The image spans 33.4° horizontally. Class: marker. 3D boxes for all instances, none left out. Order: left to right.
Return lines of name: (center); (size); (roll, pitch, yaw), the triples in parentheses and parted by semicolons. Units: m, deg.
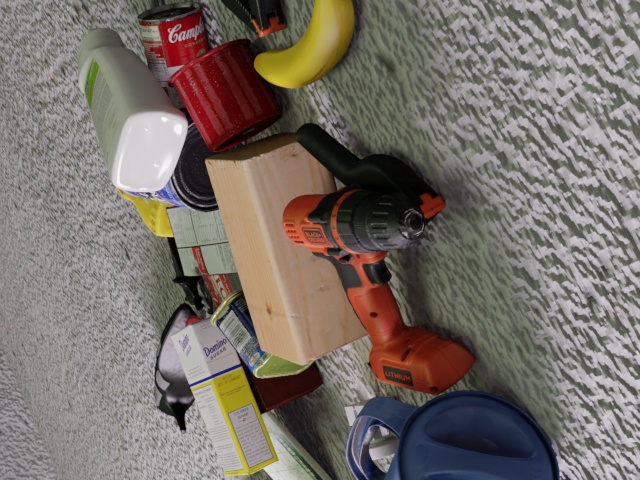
marker: (-0.141, 0.078, 1.391); (0.020, 0.020, 0.121); (45, 146, 38)

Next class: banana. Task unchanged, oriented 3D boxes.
banana: (-0.011, -0.174, 0.936); (0.198, 0.037, 0.069); (-42, 64, 62)

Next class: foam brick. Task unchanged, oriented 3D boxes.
foam brick: (-0.046, 0.159, 1.212); (0.051, 0.078, 0.053); (65, 153, 11)

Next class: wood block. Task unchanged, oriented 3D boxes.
wood block: (-0.031, 0.005, 1.049); (0.091, 0.090, 0.206); (10, 119, 59)

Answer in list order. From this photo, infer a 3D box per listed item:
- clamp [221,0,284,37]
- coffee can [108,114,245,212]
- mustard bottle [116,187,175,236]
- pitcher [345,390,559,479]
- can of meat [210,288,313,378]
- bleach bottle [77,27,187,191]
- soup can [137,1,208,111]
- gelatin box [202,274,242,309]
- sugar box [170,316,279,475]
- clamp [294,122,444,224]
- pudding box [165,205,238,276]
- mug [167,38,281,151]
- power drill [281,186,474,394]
clamp: (-0.089, -0.289, 0.987); (0.210, 0.036, 0.165); (60, 153, 11)
coffee can: (-0.161, -0.090, 1.184); (0.141, 0.102, 0.103); (14, 123, 50)
mustard bottle: (-0.222, -0.090, 1.357); (0.192, 0.058, 0.096); (43, 120, 41)
pitcher: (0.099, 0.233, 0.939); (0.243, 0.145, 0.149); (106, 155, -56)
can of meat: (-0.055, 0.100, 1.158); (0.057, 0.101, 0.084); (-51, 62, 23)
bleach bottle: (-0.213, -0.161, 1.136); (0.251, 0.068, 0.103); (60, 136, 44)
soup can: (-0.152, -0.196, 1.143); (0.069, 0.068, 0.102); (28, 134, 53)
gelatin box: (-0.118, 0.045, 1.309); (0.073, 0.030, 0.089); (-26, 87, 64)
sugar box: (-0.109, 0.175, 1.203); (0.093, 0.048, 0.176); (-30, 79, 64)
clamp: (0.038, -0.049, 0.932); (0.172, 0.039, 0.120); (1, 122, 56)
pudding box: (-0.122, -0.006, 1.233); (0.114, 0.039, 0.090); (-6, 102, 42)
mug: (-0.090, -0.140, 1.063); (0.081, 0.093, 0.117); (62, -179, 1)
power drill: (0.058, 0.039, 0.903); (0.185, 0.057, 0.187); (6, 128, 61)
